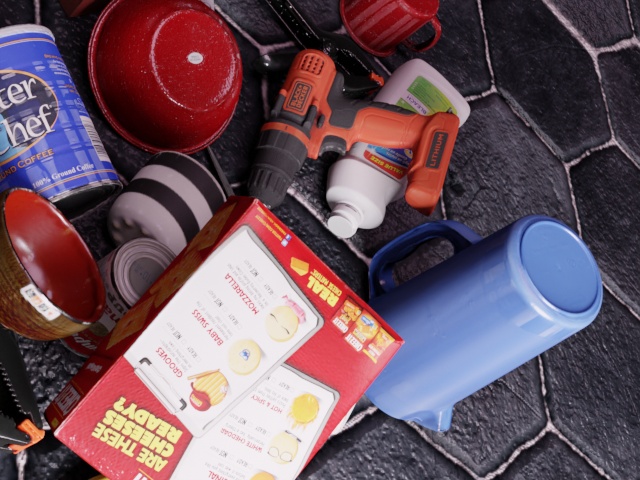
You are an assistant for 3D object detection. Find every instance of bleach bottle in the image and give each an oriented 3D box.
[{"bbox_3d":[0.076,-0.089,1.152,0.102,0.068,0.250,43,49,-13],"label":"bleach bottle"}]

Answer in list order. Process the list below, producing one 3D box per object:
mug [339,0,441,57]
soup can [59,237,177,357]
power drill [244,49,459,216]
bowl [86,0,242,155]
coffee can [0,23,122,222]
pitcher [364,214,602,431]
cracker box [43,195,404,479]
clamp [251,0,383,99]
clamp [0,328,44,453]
[{"bbox_3d":[0.091,-0.266,1.243,0.117,0.082,0.093,41,47,-18],"label":"mug"},{"bbox_3d":[-0.159,0.046,0.842,0.068,0.102,0.068,20,56,-33],"label":"soup can"},{"bbox_3d":[0.033,-0.089,1.055,0.187,0.057,0.184,19,67,2],"label":"power drill"},{"bbox_3d":[-0.128,-0.160,0.977,0.161,0.055,0.162,2,86,-37],"label":"bowl"},{"bbox_3d":[-0.232,-0.085,0.846,0.102,0.103,0.140,-21,83,-45],"label":"coffee can"},{"bbox_3d":[0.137,0.063,0.995,0.149,0.243,0.145,35,50,-14],"label":"pitcher"},{"bbox_3d":[-0.069,0.099,0.782,0.164,0.072,0.213,44,79,-19],"label":"cracker box"},{"bbox_3d":[-0.005,-0.211,1.161,0.171,0.039,0.120,17,63,-38],"label":"clamp"},{"bbox_3d":[-0.266,0.059,0.737,0.210,0.036,0.164,46,39,-18],"label":"clamp"}]
